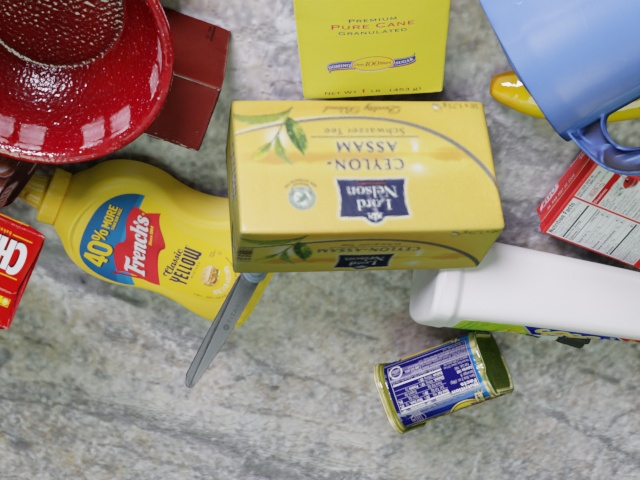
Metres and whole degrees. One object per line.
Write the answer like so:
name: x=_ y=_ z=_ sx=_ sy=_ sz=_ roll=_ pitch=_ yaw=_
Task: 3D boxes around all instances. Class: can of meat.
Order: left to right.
can of meat: x=0.099 y=0.110 z=0.843 sx=0.084 sy=0.057 sz=0.102 roll=-23 pitch=168 yaw=16

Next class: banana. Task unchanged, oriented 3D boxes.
banana: x=0.212 y=-0.113 z=0.690 sx=0.198 sy=0.037 sz=0.069 roll=-22 pitch=108 yaw=18

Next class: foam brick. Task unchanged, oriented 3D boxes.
foam brick: x=-0.092 y=-0.104 z=0.684 sx=0.053 sy=0.078 sz=0.051 roll=18 pitch=127 yaw=-12

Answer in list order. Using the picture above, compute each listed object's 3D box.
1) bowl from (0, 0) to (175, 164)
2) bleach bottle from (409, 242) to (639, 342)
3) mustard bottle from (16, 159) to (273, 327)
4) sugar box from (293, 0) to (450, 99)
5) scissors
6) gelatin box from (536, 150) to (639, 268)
bowl: x=-0.160 y=-0.123 z=0.606 sx=0.162 sy=0.055 sz=0.162 roll=2 pitch=131 yaw=2
bleach bottle: x=0.198 y=0.045 z=0.785 sx=0.250 sy=0.068 sz=0.102 roll=8 pitch=172 yaw=-5
mustard bottle: x=-0.128 y=-0.007 z=0.779 sx=0.191 sy=0.058 sz=0.096 roll=21 pitch=123 yaw=-14
sugar box: x=0.029 y=-0.148 z=0.618 sx=0.093 sy=0.048 sz=0.176 roll=-4 pitch=156 yaw=2
scissors: x=-0.055 y=0.001 z=0.750 sx=0.202 sy=0.016 sz=0.096 roll=-45 pitch=102 yaw=-2
gelatin box: x=0.212 y=-0.026 z=0.764 sx=0.089 sy=0.030 sz=0.073 roll=20 pitch=129 yaw=-14
